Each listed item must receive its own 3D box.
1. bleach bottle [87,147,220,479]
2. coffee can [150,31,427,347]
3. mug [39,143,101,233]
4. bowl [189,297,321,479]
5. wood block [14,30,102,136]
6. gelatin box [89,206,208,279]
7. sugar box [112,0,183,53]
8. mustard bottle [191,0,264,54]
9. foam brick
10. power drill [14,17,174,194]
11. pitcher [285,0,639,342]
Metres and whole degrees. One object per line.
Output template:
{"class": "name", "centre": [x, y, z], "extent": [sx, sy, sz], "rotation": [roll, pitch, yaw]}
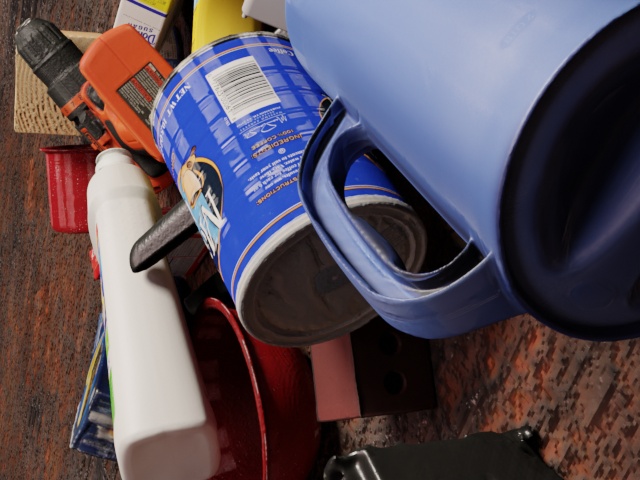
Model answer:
{"class": "bleach bottle", "centre": [-0.128, 0.043, 0.761], "extent": [0.103, 0.068, 0.251], "rotation": [96, 161, -55]}
{"class": "coffee can", "centre": [-0.020, -0.029, 0.568], "extent": [0.140, 0.102, 0.103], "rotation": [60, 140, 36]}
{"class": "mug", "centre": [-0.222, -0.053, 1.050], "extent": [0.117, 0.093, 0.081], "rotation": [-72, -19, -81]}
{"class": "bowl", "centre": [-0.042, 0.116, 0.730], "extent": [0.162, 0.055, 0.162], "rotation": [173, 90, -68]}
{"class": "wood block", "centre": [-0.250, -0.157, 1.036], "extent": [0.206, 0.090, 0.090], "rotation": [-140, 53, -71]}
{"class": "gelatin box", "centre": [-0.138, 0.002, 0.879], "extent": [0.073, 0.089, 0.030], "rotation": [-50, 48, 51]}
{"class": "sugar box", "centre": [-0.120, -0.229, 0.844], "extent": [0.176, 0.048, 0.093], "rotation": [-56, 13, 46]}
{"class": "mustard bottle", "centre": [-0.065, -0.160, 0.756], "extent": [0.096, 0.058, 0.191], "rotation": [109, 162, -78]}
{"class": "foam brick", "centre": [0.027, 0.063, 0.615], "extent": [0.051, 0.052, 0.078], "rotation": [-25, 70, 60]}
{"class": "power drill", "centre": [-0.167, -0.118, 0.858], "extent": [0.184, 0.057, 0.188], "rotation": [47, 165, -14]}
{"class": "pitcher", "centre": [0.066, -0.067, 0.452], "extent": [0.243, 0.149, 0.145], "rotation": [-131, 48, -54]}
